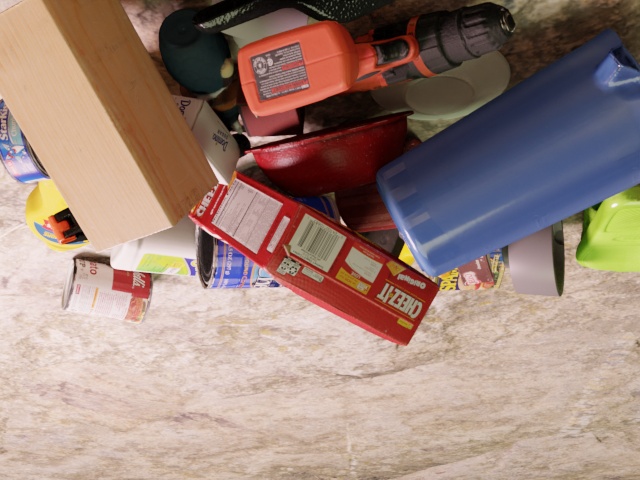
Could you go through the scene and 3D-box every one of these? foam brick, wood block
[{"bbox_3d":[-0.042,-0.138,0.940,0.053,0.078,0.051,-2,153,9],"label":"foam brick"},{"bbox_3d":[-0.183,-0.106,0.876,0.091,0.090,0.206,-18,110,31],"label":"wood block"}]

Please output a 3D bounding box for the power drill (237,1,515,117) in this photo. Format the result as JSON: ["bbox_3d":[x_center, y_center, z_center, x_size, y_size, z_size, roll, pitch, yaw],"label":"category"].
[{"bbox_3d":[0.041,-0.146,0.848,0.185,0.057,0.187,-12,-176,37],"label":"power drill"}]

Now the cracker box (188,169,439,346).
[{"bbox_3d":[-0.013,0.009,0.996,0.164,0.072,0.214,30,180,-28],"label":"cracker box"}]

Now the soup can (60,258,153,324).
[{"bbox_3d":[-0.270,0.065,1.350,0.102,0.068,0.069,12,151,-20],"label":"soup can"}]

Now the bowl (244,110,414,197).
[{"bbox_3d":[0.013,-0.077,0.990,0.162,0.055,0.162,-13,-173,1],"label":"bowl"}]

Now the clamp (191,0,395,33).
[{"bbox_3d":[-0.017,-0.201,0.825,0.171,0.039,0.120,13,128,-19],"label":"clamp"}]

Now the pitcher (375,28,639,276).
[{"bbox_3d":[0.178,-0.064,0.932,0.243,0.145,0.149,-28,108,6],"label":"pitcher"}]

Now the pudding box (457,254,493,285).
[{"bbox_3d":[0.160,-0.015,1.160,0.039,0.090,0.113,-8,150,11],"label":"pudding box"}]

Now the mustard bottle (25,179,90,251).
[{"bbox_3d":[-0.270,-0.037,1.163,0.096,0.058,0.192,6,154,-23],"label":"mustard bottle"}]

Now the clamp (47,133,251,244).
[{"bbox_3d":[-0.174,-0.047,1.068,0.209,0.036,0.165,-23,171,-48],"label":"clamp"}]

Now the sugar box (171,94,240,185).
[{"bbox_3d":[-0.169,-0.103,0.992,0.176,0.048,0.093,9,158,23],"label":"sugar box"}]

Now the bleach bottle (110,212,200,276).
[{"bbox_3d":[-0.112,0.011,1.248,0.250,0.068,0.103,9,158,-19],"label":"bleach bottle"}]

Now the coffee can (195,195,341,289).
[{"bbox_3d":[-0.058,0.001,1.161,0.140,0.103,0.103,0,154,-18],"label":"coffee can"}]

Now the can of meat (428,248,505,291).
[{"bbox_3d":[0.173,0.022,1.268,0.084,0.057,0.102,-3,153,0],"label":"can of meat"}]

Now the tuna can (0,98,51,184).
[{"bbox_3d":[-0.274,-0.098,1.015,0.034,0.086,0.086,-9,151,14],"label":"tuna can"}]

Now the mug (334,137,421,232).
[{"bbox_3d":[0.061,-0.063,1.086,0.082,0.093,0.117,-8,121,26],"label":"mug"}]
